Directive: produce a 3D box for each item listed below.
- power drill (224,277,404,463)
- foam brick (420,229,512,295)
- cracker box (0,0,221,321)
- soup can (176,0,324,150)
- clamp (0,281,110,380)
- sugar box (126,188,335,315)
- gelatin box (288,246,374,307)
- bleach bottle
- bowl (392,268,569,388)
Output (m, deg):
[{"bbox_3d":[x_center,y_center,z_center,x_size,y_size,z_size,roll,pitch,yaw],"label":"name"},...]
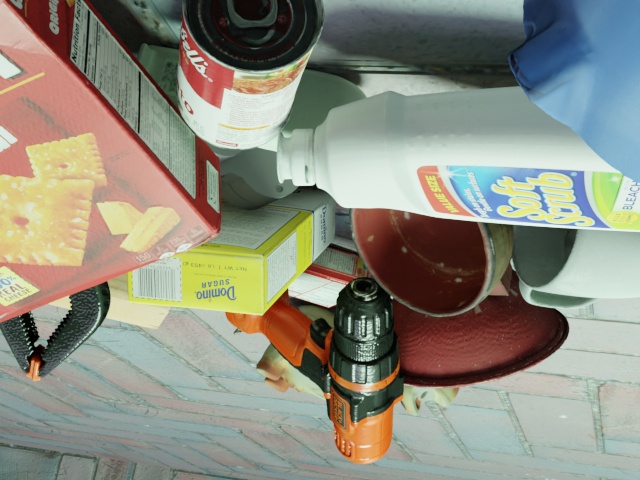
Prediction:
[{"bbox_3d":[-0.009,0.062,0.829,0.188,0.057,0.184,44,147,38],"label":"power drill"},{"bbox_3d":[0.109,0.004,0.778,0.051,0.053,0.078,3,159,21],"label":"foam brick"},{"bbox_3d":[-0.173,-0.053,0.561,0.164,0.072,0.213,-20,141,16],"label":"cracker box"},{"bbox_3d":[-0.040,-0.096,0.552,0.068,0.068,0.102,13,161,-6],"label":"soup can"},{"bbox_3d":[-0.192,0.013,0.812,0.164,0.210,0.036,7,-157,-2],"label":"clamp"},{"bbox_3d":[-0.055,0.001,0.731,0.093,0.048,0.176,5,-166,15],"label":"sugar box"},{"bbox_3d":[-0.002,0.030,0.945,0.073,0.030,0.089,18,160,-23],"label":"gelatin box"},{"bbox_3d":[0.103,-0.042,0.575,0.251,0.068,0.102,0,156,6],"label":"bleach bottle"},{"bbox_3d":[0.113,0.057,0.852,0.162,0.055,0.162,-12,-163,4],"label":"bowl"}]
